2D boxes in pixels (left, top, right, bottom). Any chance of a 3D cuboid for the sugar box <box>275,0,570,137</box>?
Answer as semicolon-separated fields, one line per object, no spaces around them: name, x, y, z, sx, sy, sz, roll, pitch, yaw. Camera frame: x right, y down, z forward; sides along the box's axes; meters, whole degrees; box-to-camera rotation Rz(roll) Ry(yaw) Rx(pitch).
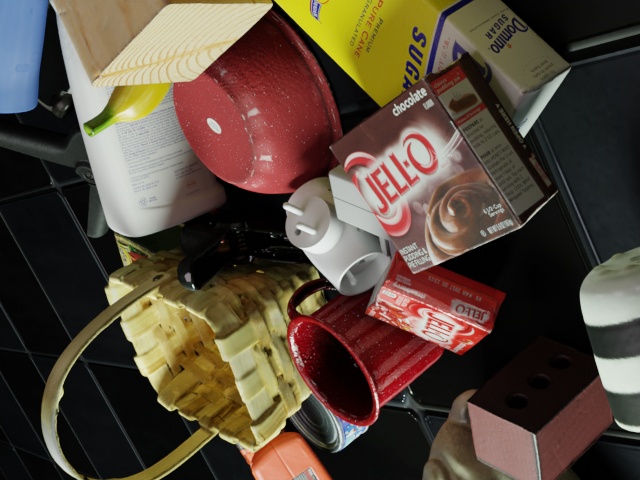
sugar box;0.048;-0.120;0.600;0.176;0.048;0.093;49;150;16

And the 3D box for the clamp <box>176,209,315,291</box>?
clamp;-0.055;0.001;0.837;0.171;0.120;0.039;-124;33;-72

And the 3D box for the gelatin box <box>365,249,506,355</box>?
gelatin box;0.072;0.042;0.690;0.073;0.030;0.089;23;165;1

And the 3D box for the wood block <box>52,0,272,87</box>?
wood block;-0.128;-0.209;0.667;0.090;0.090;0.206;-35;77;39

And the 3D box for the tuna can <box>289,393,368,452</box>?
tuna can;0.001;0.144;0.940;0.086;0.033;0.086;37;145;31

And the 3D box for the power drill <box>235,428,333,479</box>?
power drill;-0.051;0.182;0.985;0.184;0.057;0.188;58;172;-20

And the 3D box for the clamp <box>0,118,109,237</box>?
clamp;-0.216;-0.077;0.986;0.164;0.036;0.210;41;145;-26

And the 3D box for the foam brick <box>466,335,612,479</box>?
foam brick;0.137;0.106;0.659;0.053;0.078;0.051;21;135;43

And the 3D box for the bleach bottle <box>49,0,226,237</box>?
bleach bottle;-0.149;-0.135;0.843;0.068;0.102;0.251;20;126;51

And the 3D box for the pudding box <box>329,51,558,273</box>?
pudding box;0.063;-0.038;0.578;0.090;0.039;0.114;55;149;-2

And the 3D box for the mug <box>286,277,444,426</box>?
mug;0.028;0.067;0.778;0.117;0.081;0.093;36;145;31

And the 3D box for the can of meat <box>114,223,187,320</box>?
can of meat;-0.148;0.026;1.024;0.102;0.057;0.084;24;136;44

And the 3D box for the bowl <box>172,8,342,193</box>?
bowl;-0.058;-0.093;0.774;0.162;0.055;0.162;36;145;31

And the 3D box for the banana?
banana;-0.129;-0.171;0.776;0.037;0.069;0.198;19;108;36
